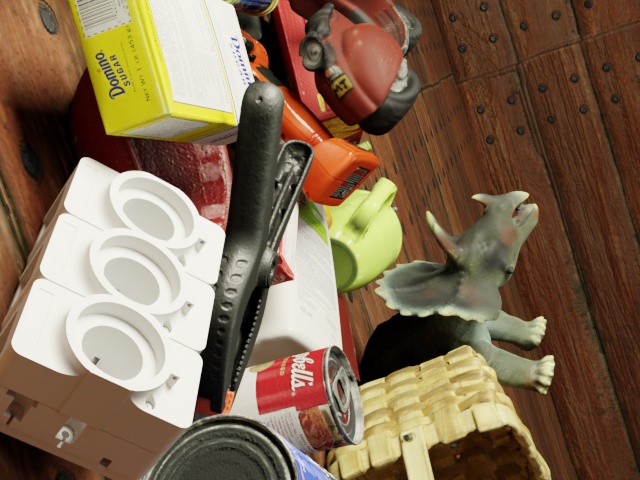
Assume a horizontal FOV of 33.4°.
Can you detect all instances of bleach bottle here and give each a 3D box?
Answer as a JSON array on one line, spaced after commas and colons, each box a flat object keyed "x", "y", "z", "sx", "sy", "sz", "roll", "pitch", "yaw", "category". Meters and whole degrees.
[{"x": -0.024, "y": 0.010, "z": 0.904, "sx": 0.102, "sy": 0.068, "sz": 0.251, "roll": 51, "pitch": 27, "yaw": -40, "category": "bleach bottle"}]

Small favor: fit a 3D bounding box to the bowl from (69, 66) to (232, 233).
[{"x": -0.115, "y": -0.062, "z": 0.693, "sx": 0.162, "sy": 0.055, "sz": 0.162, "roll": -16, "pitch": 90, "yaw": -75, "category": "bowl"}]

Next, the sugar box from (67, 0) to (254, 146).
[{"x": -0.087, "y": -0.108, "z": 0.646, "sx": 0.176, "sy": 0.048, "sz": 0.093, "roll": -7, "pitch": 82, "yaw": -78, "category": "sugar box"}]

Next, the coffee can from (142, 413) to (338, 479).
[{"x": -0.033, "y": 0.176, "z": 0.647, "sx": 0.140, "sy": 0.103, "sz": 0.103, "roll": 51, "pitch": 28, "yaw": -55, "category": "coffee can"}]

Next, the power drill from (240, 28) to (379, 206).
[{"x": -0.043, "y": -0.112, "z": 0.857, "sx": 0.188, "sy": 0.057, "sz": 0.184, "roll": 48, "pitch": 12, "yaw": 11, "category": "power drill"}]

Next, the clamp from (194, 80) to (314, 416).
[{"x": -0.045, "y": 0.010, "z": 0.702, "sx": 0.164, "sy": 0.036, "sz": 0.210, "roll": 8, "pitch": 95, "yaw": -80, "category": "clamp"}]

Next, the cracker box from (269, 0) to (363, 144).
[{"x": -0.006, "y": -0.183, "z": 1.072, "sx": 0.214, "sy": 0.072, "sz": 0.164, "roll": 116, "pitch": -40, "yaw": -86, "category": "cracker box"}]

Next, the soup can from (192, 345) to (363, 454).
[{"x": -0.029, "y": 0.116, "z": 0.722, "sx": 0.068, "sy": 0.102, "sz": 0.068, "roll": -16, "pitch": 90, "yaw": -74, "category": "soup can"}]
